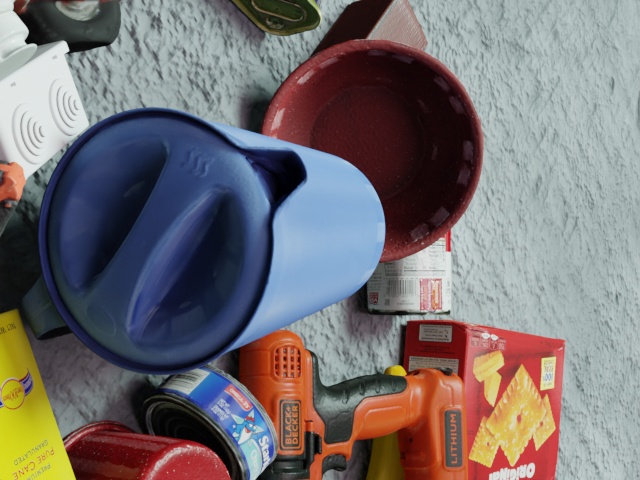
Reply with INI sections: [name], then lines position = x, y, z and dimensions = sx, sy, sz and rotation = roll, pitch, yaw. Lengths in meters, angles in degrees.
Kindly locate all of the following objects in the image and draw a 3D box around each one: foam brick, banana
[foam brick]
position = 0.039, -0.149, 0.835
dimensions = 0.051, 0.053, 0.078
rotation = 55, 51, -31
[banana]
position = 0.042, 0.195, 0.830
dimensions = 0.069, 0.037, 0.197
rotation = 50, 53, -35

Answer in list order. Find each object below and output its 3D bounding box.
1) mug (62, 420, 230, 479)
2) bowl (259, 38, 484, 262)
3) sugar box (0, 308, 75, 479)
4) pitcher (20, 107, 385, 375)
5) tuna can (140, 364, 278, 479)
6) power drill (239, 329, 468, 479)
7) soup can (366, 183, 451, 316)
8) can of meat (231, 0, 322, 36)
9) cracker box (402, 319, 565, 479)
[mug]
position = -0.101, 0.166, 0.633
dimensions = 0.093, 0.082, 0.117
rotation = -46, 121, -40
[bowl]
position = 0.035, -0.067, 0.784
dimensions = 0.055, 0.162, 0.162
rotation = -93, 169, -77
[sugar box]
position = -0.161, 0.130, 0.545
dimensions = 0.093, 0.048, 0.176
rotation = -36, 106, -80
[pitcher]
position = -0.054, 0.001, 0.637
dimensions = 0.242, 0.149, 0.145
rotation = -5, 111, -70
[tuna can]
position = -0.071, 0.120, 0.668
dimensions = 0.033, 0.086, 0.086
rotation = -44, 119, -40
[power drill]
position = 0.022, 0.159, 0.766
dimensions = 0.187, 0.057, 0.184
rotation = 7, 79, -36
[soup can]
position = 0.071, 0.008, 0.850
dimensions = 0.068, 0.069, 0.102
rotation = 3, 86, -49
[can of meat]
position = -0.033, -0.210, 0.753
dimensions = 0.102, 0.058, 0.084
rotation = 39, 57, -41
[cracker box]
position = 0.139, 0.182, 0.917
dimensions = 0.163, 0.072, 0.214
rotation = 14, 78, -47
